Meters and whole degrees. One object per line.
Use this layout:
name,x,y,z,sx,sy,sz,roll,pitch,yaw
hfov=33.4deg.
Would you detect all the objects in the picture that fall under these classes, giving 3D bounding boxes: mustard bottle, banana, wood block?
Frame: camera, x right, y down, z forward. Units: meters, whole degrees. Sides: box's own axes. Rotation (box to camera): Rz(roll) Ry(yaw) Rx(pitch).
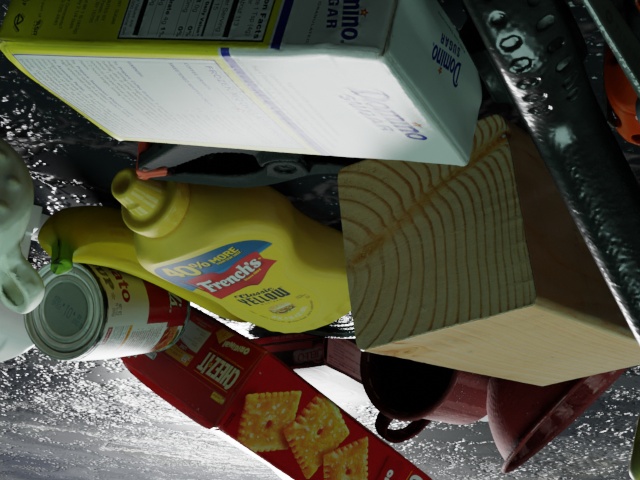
mustard bottle,-0.054,0.001,0.642,0.096,0.058,0.191,-16,151,29
banana,-0.115,0.014,0.684,0.037,0.070,0.197,-37,152,21
wood block,0.105,0.016,0.552,0.091,0.090,0.205,-18,159,31

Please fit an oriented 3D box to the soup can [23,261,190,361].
soup can,-0.143,0.045,0.724,0.069,0.068,0.102,-5,176,24

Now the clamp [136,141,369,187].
clamp,-0.014,-0.055,0.515,0.171,0.039,0.120,-4,155,9

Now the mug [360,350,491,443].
mug,0.085,0.108,0.825,0.081,0.117,0.093,20,-167,-47

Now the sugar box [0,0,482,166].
sugar box,-0.032,-0.071,0.427,0.176,0.048,0.093,5,162,27

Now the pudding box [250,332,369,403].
pudding box,-0.001,0.115,0.957,0.090,0.039,0.113,-10,154,34

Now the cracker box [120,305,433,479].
cracker box,-0.036,0.140,0.830,0.213,0.072,0.164,43,167,-35

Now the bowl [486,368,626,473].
bowl,0.173,0.094,0.775,0.162,0.055,0.162,-37,159,-17
